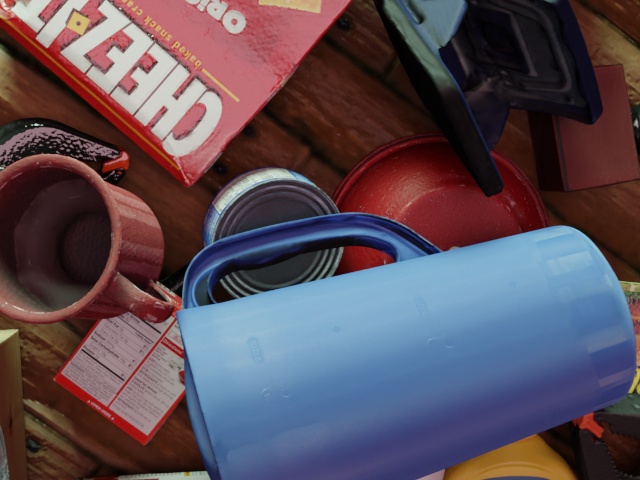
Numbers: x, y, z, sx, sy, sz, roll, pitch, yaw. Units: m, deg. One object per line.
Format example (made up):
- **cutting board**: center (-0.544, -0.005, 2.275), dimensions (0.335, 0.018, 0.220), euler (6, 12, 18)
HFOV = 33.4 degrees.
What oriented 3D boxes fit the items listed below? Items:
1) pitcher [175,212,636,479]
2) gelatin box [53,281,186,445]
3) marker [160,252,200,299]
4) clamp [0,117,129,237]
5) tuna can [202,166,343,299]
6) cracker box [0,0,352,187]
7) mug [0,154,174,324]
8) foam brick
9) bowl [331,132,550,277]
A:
- **pitcher**: center (0.043, 0.063, 0.606), dimensions (0.242, 0.145, 0.149), euler (-16, 109, -9)
- **gelatin box**: center (-0.113, 0.073, 0.678), dimensions (0.073, 0.030, 0.089), euler (37, 103, -7)
- **marker**: center (-0.055, 0.001, 0.695), dimensions (0.121, 0.020, 0.020), euler (-38, 96, -3)
- **clamp**: center (-0.203, -0.021, 0.667), dimensions (0.171, 0.039, 0.120), euler (-6, 109, -10)
- **tuna can**: center (-0.030, -0.002, 0.670), dimensions (0.086, 0.034, 0.086), euler (-7, 112, -17)
- **cracker box**: center (-0.070, -0.165, 0.649), dimensions (0.164, 0.072, 0.214), euler (41, 94, -6)
- **mug**: center (-0.131, 0.010, 0.611), dimensions (0.117, 0.081, 0.093), euler (32, 92, 16)
- **foam brick**: center (0.170, -0.073, 0.699), dimensions (0.051, 0.053, 0.078), euler (-11, 95, -6)
- **bowl**: center (0.081, 0.010, 0.692), dimensions (0.162, 0.055, 0.162), euler (0, 93, -7)
